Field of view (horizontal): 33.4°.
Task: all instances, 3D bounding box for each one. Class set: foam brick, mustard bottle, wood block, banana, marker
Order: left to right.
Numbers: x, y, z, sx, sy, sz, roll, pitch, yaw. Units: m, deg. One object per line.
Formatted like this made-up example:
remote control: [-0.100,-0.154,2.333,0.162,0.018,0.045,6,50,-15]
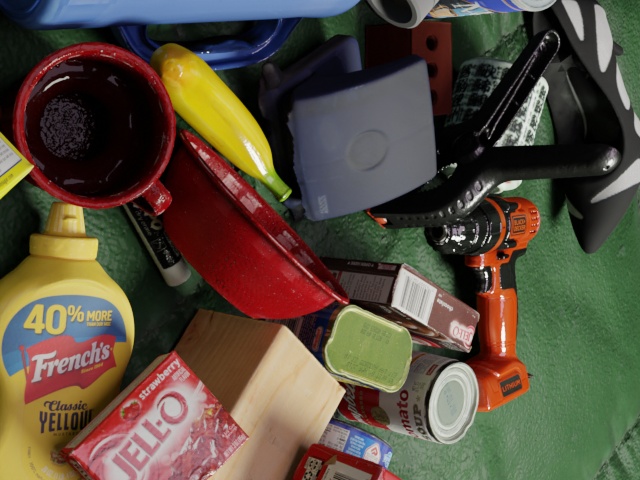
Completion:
mustard bottle: [-0.163,0.072,0.656,0.096,0.058,0.191,4,91,-34]
marker: [-0.121,-0.021,0.716,0.020,0.020,0.121,-46,124,-32]
wood block: [-0.082,0.160,0.725,0.090,0.091,0.206,50,60,-37]
banana: [-0.071,-0.089,0.710,0.037,0.070,0.197,-52,153,-3]
foam brick: [0.073,-0.140,0.879,0.052,0.051,0.078,-9,101,-44]

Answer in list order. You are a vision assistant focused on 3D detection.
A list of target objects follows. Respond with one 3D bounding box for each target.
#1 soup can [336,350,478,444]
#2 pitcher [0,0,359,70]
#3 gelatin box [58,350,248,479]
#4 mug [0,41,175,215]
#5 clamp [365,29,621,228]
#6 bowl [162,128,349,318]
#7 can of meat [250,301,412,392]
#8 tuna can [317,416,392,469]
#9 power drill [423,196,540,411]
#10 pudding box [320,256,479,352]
soup can: [0.068,0.123,0.867,0.068,0.102,0.068,-7,99,-45]
pitcher: [-0.086,-0.187,0.669,0.242,0.145,0.149,-17,94,-40]
gelatin box: [-0.098,0.123,0.640,0.089,0.030,0.073,-45,100,-28]
mug: [-0.135,-0.059,0.636,0.117,0.082,0.093,44,75,-23]
clamp: [0.129,-0.078,0.867,0.036,0.210,0.164,42,32,-39]
bowl: [-0.055,0.001,0.717,0.055,0.162,0.162,-44,130,4]
can of meat: [0.009,0.078,0.814,0.101,0.084,0.057,25,77,-44]
tuna can: [0.012,0.162,0.825,0.086,0.086,0.033,39,65,-41]
power drill: [0.144,0.053,0.954,0.184,0.057,0.188,-8,102,-55]
pudding box: [0.060,0.052,0.860,0.113,0.090,0.039,34,68,-41]
